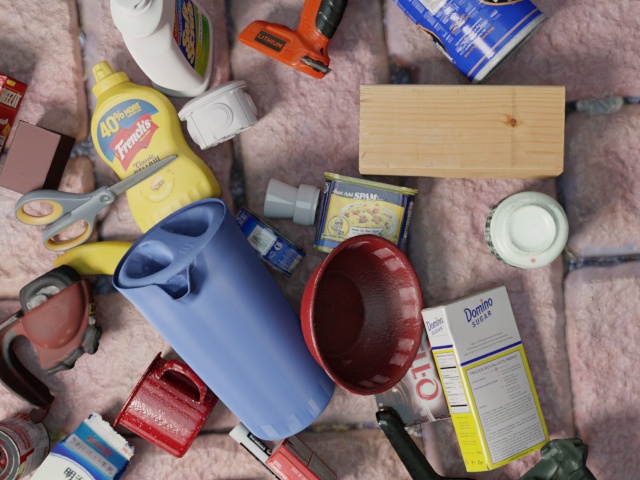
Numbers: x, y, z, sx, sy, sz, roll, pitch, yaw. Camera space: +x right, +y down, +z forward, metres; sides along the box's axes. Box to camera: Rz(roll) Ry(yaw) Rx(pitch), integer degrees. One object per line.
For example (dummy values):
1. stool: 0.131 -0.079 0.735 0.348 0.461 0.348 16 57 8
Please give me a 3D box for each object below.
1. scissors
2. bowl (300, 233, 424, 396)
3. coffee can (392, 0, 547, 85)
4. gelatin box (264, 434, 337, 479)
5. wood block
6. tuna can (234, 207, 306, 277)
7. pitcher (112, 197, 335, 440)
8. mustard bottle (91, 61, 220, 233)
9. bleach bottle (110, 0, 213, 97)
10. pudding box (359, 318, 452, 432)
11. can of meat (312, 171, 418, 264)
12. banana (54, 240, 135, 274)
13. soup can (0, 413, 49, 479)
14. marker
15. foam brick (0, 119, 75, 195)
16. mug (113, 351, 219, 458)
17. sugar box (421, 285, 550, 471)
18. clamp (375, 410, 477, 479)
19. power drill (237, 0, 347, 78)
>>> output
1. scissors: -0.247 -0.052 1.127 0.096 0.016 0.202 28 129 -31
2. bowl: 0.033 0.075 1.085 0.055 0.161 0.162 -3 89 47
3. coffee can: 0.150 -0.244 1.110 0.103 0.103 0.140 -43 87 3
4. gelatin box: -0.020 0.243 1.129 0.073 0.089 0.030 43 93 3
5. wood block: 0.145 -0.113 1.118 0.206 0.090 0.091 1 89 5
6. tuna can: -0.057 0.001 1.135 0.086 0.086 0.034 36 91 4
7. pitcher: -0.089 0.081 1.089 0.242 0.145 0.149 55 51 -26
8. mustard bottle: -0.194 -0.109 1.159 0.096 0.058 0.191 -31 87 16
9. bleach bottle: -0.160 -0.210 1.060 0.068 0.251 0.102 5 90 4
10. pudding box: 0.097 0.141 1.145 0.090 0.039 0.113 -13 88 4
11. can of meat: 0.047 -0.023 1.142 0.102 0.057 0.084 11 92 4
12. banana: -0.194 0.039 1.170 0.198 0.037 0.069 24 91 4
13. soup can: -0.339 0.227 1.148 0.068 0.102 0.068 0 90 4
14. marker: -0.050 0.246 1.167 0.121 0.020 0.020 43 93 3
15. foam brick: -0.312 -0.087 1.172 0.051 0.053 0.078 21 91 4
16. mug: -0.157 0.171 1.135 0.081 0.093 0.117 32 127 -1
17. sugar box: 0.173 0.144 1.118 0.093 0.048 0.176 -14 85 -33
18. clamp: 0.112 0.291 1.137 0.210 0.036 0.165 29 108 -6
19. power drill: -0.014 -0.279 1.126 0.185 0.057 0.188 34 103 37
